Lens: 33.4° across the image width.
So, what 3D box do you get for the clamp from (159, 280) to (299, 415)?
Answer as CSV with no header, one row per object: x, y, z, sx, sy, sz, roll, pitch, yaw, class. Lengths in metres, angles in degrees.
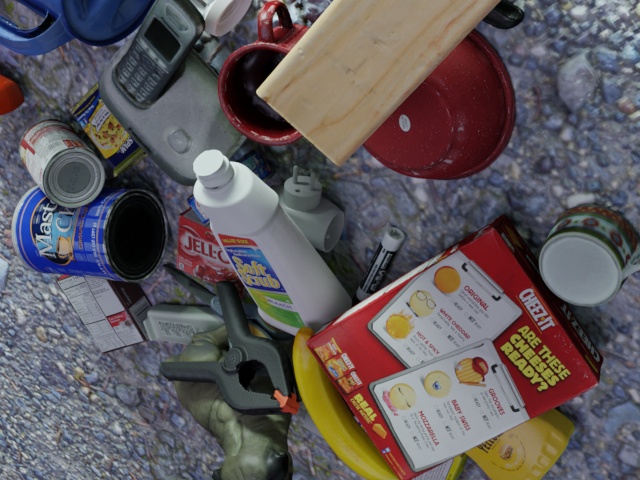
-0.080,0.115,1.087,0.172,0.039,0.120,23,87,34,clamp

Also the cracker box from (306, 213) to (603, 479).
0.120,0.101,0.970,0.214,0.072,0.164,-33,92,24,cracker box

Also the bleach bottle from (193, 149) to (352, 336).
-0.057,0.001,0.998,0.103,0.068,0.250,21,157,35,bleach bottle

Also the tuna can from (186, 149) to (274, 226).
-0.089,-0.052,1.048,0.086,0.086,0.034,-33,96,43,tuna can

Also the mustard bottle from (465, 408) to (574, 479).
0.145,0.162,1.050,0.192,0.058,0.096,36,125,10,mustard bottle

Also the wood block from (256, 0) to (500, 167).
0.056,-0.167,0.801,0.090,0.090,0.206,41,120,-7,wood block

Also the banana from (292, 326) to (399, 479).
0.023,0.172,1.049,0.070,0.037,0.198,-31,99,35,banana

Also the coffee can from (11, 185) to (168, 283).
-0.254,-0.009,1.178,0.141,0.102,0.103,4,121,32,coffee can

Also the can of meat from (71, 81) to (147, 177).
-0.198,-0.126,1.093,0.102,0.057,0.084,-31,98,43,can of meat

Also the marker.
0.053,0.035,1.055,0.020,0.020,0.121,34,133,11,marker

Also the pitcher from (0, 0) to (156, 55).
-0.276,-0.276,0.982,0.243,0.149,0.145,29,119,23,pitcher

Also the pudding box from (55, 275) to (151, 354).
-0.253,0.076,1.279,0.090,0.039,0.113,-17,107,41,pudding box

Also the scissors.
-0.089,0.066,1.164,0.202,0.096,0.016,50,165,37,scissors

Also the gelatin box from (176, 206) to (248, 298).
-0.112,0.012,1.144,0.089,0.030,0.073,24,130,19,gelatin box

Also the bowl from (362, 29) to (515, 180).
0.081,-0.112,0.913,0.162,0.055,0.162,18,128,24,bowl

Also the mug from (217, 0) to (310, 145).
-0.035,-0.152,0.937,0.093,0.081,0.117,0,117,20,mug

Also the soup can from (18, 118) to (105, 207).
-0.276,-0.083,1.137,0.102,0.068,0.068,39,145,53,soup can
